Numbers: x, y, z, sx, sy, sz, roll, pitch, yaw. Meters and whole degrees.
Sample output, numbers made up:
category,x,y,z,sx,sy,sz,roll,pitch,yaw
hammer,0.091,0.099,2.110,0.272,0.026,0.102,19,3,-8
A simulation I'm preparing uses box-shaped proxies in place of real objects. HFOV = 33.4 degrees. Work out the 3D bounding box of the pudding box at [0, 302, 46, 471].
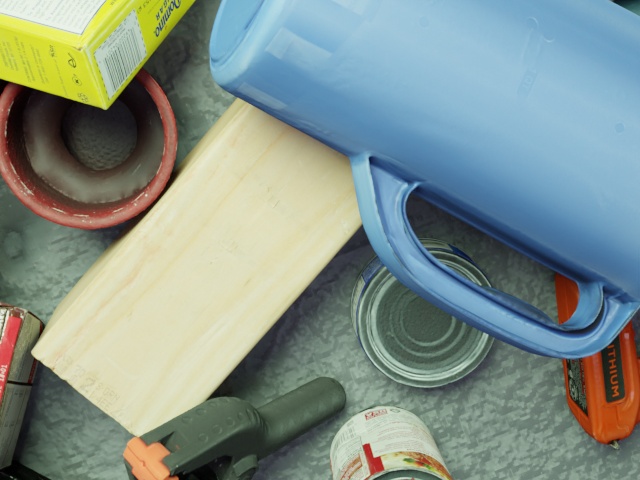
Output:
category,x,y,z,sx,sy,sz,roll,pitch,yaw
pudding box,-0.180,0.080,0.575,0.039,0.113,0.090,14,80,-6

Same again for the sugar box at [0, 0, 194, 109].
category,x,y,z,sx,sy,sz,roll,pitch,yaw
sugar box,-0.161,-0.128,0.529,0.176,0.093,0.048,17,143,20

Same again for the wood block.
category,x,y,z,sx,sy,sz,roll,pitch,yaw
wood block,-0.053,0.001,0.590,0.090,0.091,0.206,41,96,-11

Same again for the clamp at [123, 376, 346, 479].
category,x,y,z,sx,sy,sz,roll,pitch,yaw
clamp,-0.057,0.130,0.593,0.039,0.171,0.120,34,103,28

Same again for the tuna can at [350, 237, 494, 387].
category,x,y,z,sx,sy,sz,roll,pitch,yaw
tuna can,0.062,0.043,0.633,0.086,0.034,0.086,-1,101,-3

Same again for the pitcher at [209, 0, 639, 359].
category,x,y,z,sx,sy,sz,roll,pitch,yaw
pitcher,0.073,-0.061,0.494,0.242,0.149,0.145,24,126,-19

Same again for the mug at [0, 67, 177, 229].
category,x,y,z,sx,sy,sz,roll,pitch,yaw
mug,-0.134,-0.057,0.578,0.117,0.081,0.093,-9,101,-2

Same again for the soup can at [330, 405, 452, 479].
category,x,y,z,sx,sy,sz,roll,pitch,yaw
soup can,0.042,0.143,0.617,0.068,0.102,0.068,-1,101,-4
